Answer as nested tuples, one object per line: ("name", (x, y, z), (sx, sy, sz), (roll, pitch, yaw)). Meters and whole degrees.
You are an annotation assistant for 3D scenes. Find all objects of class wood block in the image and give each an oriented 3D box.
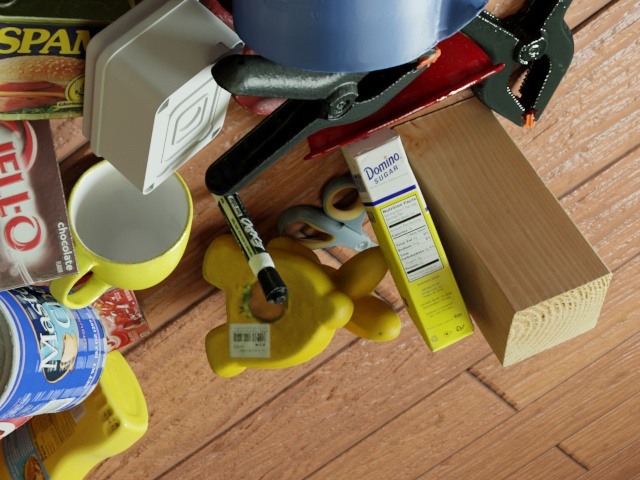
("wood block", (0.144, -0.011, 0.901), (0.090, 0.206, 0.090), (-22, 147, -12))

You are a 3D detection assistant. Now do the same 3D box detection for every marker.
("marker", (-0.056, 0.001, 0.840), (0.020, 0.121, 0.020), (-21, 147, -14))

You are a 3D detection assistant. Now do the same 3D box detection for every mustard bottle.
("mustard bottle", (-0.245, 0.187, 0.973), (0.192, 0.096, 0.058), (-40, 147, 17))

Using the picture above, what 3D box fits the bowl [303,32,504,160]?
("bowl", (0.050, -0.116, 0.780), (0.162, 0.055, 0.162), (-25, -174, 2))

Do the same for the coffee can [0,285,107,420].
("coffee can", (-0.235, 0.082, 0.789), (0.103, 0.103, 0.140), (-36, 168, 10))

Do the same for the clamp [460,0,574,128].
("clamp", (0.153, -0.163, 0.856), (0.164, 0.036, 0.210), (-21, 145, -12))

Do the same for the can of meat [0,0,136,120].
("can of meat", (-0.172, -0.120, 0.641), (0.101, 0.057, 0.084), (-6, 143, -34))

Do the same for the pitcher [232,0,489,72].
("pitcher", (0.000, -0.221, 0.551), (0.149, 0.145, 0.243), (-15, 131, -13))

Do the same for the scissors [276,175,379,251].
("scissors", (0.043, -0.014, 0.998), (0.201, 0.016, 0.096), (10, 131, -46))

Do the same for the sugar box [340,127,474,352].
("sugar box", (0.068, -0.006, 0.871), (0.048, 0.093, 0.176), (-26, 105, 0))

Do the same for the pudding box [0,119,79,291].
("pudding box", (-0.215, -0.023, 0.700), (0.089, 0.039, 0.113), (-13, 102, -24))

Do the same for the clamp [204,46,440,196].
("clamp", (-0.003, -0.088, 0.674), (0.171, 0.039, 0.120), (-20, 159, -29))

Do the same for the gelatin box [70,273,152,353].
("gelatin box", (-0.190, 0.065, 0.909), (0.073, 0.030, 0.089), (-24, 147, -9))
